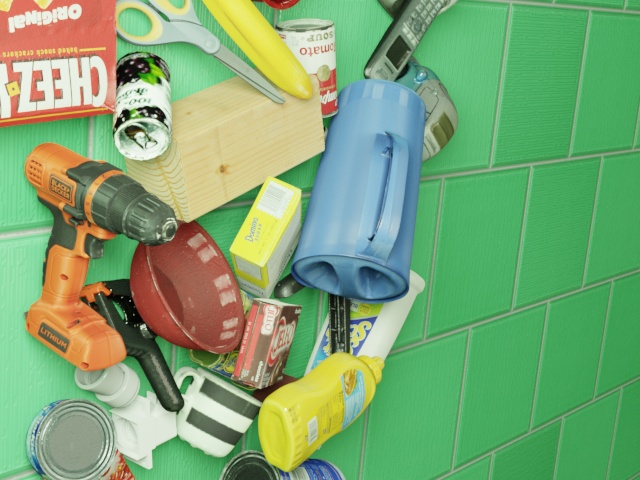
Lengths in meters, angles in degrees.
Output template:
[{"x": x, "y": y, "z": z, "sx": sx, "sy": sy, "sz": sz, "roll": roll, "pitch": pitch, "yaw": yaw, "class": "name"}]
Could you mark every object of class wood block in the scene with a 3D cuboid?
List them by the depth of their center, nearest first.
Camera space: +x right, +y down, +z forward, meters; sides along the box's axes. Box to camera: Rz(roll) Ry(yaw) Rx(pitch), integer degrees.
[{"x": -0.097, "y": -0.107, "z": 1.119, "sx": 0.205, "sy": 0.090, "sz": 0.091, "roll": -31, "pitch": 126, "yaw": -41, "class": "wood block"}]

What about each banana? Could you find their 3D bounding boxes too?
[{"x": -0.071, "y": -0.216, "z": 1.062, "sx": 0.197, "sy": 0.037, "sz": 0.069, "roll": 51, "pitch": 19, "yaw": -13, "class": "banana"}]

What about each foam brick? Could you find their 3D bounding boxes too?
[{"x": -0.037, "y": 0.200, "z": 1.308, "sx": 0.051, "sy": 0.078, "sz": 0.053, "roll": -59, "pitch": 139, "yaw": -22, "class": "foam brick"}]

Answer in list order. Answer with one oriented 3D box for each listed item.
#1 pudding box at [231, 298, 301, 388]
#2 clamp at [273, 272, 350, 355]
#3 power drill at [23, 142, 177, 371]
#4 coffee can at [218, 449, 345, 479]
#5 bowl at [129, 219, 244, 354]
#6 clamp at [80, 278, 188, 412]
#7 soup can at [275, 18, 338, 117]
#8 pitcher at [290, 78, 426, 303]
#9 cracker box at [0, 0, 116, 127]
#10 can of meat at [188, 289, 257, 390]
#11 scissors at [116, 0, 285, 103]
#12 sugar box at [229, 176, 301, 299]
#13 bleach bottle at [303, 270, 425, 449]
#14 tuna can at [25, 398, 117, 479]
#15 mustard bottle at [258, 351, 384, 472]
[{"x": -0.057, "y": 0.109, "z": 1.157, "sx": 0.113, "sy": 0.039, "sz": 0.090, "roll": 17, "pitch": 89, "yaw": -82, "class": "pudding box"}, {"x": 0.012, "y": 0.025, "z": 1.305, "sx": 0.164, "sy": 0.036, "sz": 0.210, "roll": 44, "pitch": 54, "yaw": -48, "class": "clamp"}, {"x": -0.206, "y": 0.020, "z": 0.973, "sx": 0.057, "sy": 0.185, "sz": 0.188, "roll": -13, "pitch": 122, "yaw": -47, "class": "power drill"}, {"x": -0.045, "y": 0.316, "z": 1.319, "sx": 0.140, "sy": 0.103, "sz": 0.103, "roll": 22, "pitch": 85, "yaw": -51, "class": "coffee can"}, {"x": -0.147, "y": 0.051, "z": 1.104, "sx": 0.162, "sy": 0.055, "sz": 0.162, "roll": 49, "pitch": 26, "yaw": -34, "class": "bowl"}, {"x": -0.182, "y": 0.086, "z": 1.114, "sx": 0.171, "sy": 0.039, "sz": 0.120, "roll": 56, "pitch": 27, "yaw": -36, "class": "clamp"}, {"x": -0.015, "y": -0.194, "z": 1.204, "sx": 0.068, "sy": 0.069, "sz": 0.102, "roll": -24, "pitch": 120, "yaw": -44, "class": "soup can"}, {"x": 0.057, "y": -0.062, "z": 1.212, "sx": 0.144, "sy": 0.149, "sz": 0.242, "roll": 44, "pitch": 51, "yaw": -52, "class": "pitcher"}, {"x": -0.255, "y": -0.209, "z": 0.907, "sx": 0.163, "sy": 0.072, "sz": 0.214, "roll": -16, "pitch": 115, "yaw": -46, "class": "cracker box"}, {"x": -0.094, "y": 0.110, "z": 1.226, "sx": 0.083, "sy": 0.058, "sz": 0.102, "roll": 35, "pitch": 76, "yaw": -48, "class": "can of meat"}, {"x": -0.128, "y": -0.187, "z": 1.050, "sx": 0.096, "sy": 0.016, "sz": 0.201, "roll": -43, "pitch": 107, "yaw": -15, "class": "scissors"}, {"x": -0.058, "y": 0.001, "z": 1.172, "sx": 0.093, "sy": 0.048, "sz": 0.176, "roll": -62, "pitch": 177, "yaw": -14, "class": "sugar box"}, {"x": 0.040, "y": 0.147, "z": 1.361, "sx": 0.068, "sy": 0.103, "sz": 0.251, "roll": 38, "pitch": 73, "yaw": -54, "class": "bleach bottle"}, {"x": -0.249, "y": 0.201, "z": 1.064, "sx": 0.085, "sy": 0.034, "sz": 0.086, "roll": 5, "pitch": 81, "yaw": -35, "class": "tuna can"}, {"x": 0.011, "y": 0.184, "z": 1.249, "sx": 0.191, "sy": 0.058, "sz": 0.096, "roll": -29, "pitch": 127, "yaw": -42, "class": "mustard bottle"}]
